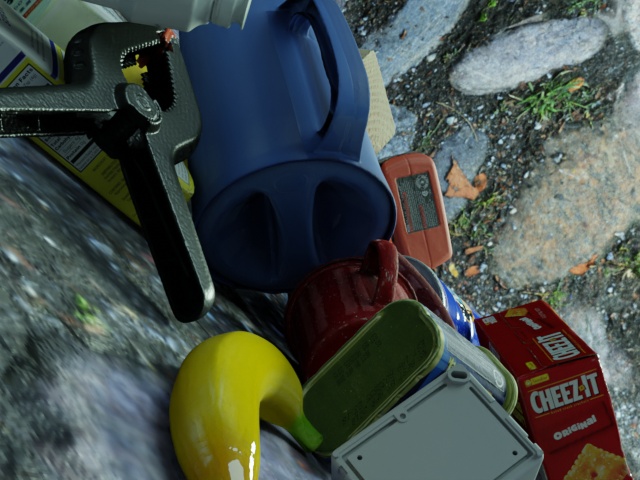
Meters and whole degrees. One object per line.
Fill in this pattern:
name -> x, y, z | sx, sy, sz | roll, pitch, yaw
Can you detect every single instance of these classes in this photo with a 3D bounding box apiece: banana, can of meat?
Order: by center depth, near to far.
banana -> -0.032, 0.071, 0.468 | 0.069, 0.037, 0.197 | 45, 5, 9
can of meat -> 0.047, 0.090, 0.597 | 0.083, 0.102, 0.057 | 37, 10, -44

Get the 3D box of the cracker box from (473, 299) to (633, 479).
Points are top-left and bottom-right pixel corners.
cracker box -> 0.199, 0.171, 0.861 | 0.164, 0.072, 0.214 | -108, 180, -78

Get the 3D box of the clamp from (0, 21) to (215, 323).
clamp -> -0.104, -0.057, 0.596 | 0.164, 0.036, 0.210 | 46, 28, -18

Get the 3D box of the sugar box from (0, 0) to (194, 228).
sugar box -> -0.158, -0.083, 0.656 | 0.176, 0.048, 0.093 | 39, 8, -25

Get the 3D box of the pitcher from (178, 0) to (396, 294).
pitcher -> -0.032, -0.097, 0.749 | 0.145, 0.149, 0.243 | 55, 16, -49

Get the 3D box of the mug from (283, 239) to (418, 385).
mug -> 0.029, 0.057, 0.676 | 0.093, 0.117, 0.081 | 13, 18, -11

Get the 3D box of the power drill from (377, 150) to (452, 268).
power drill -> 0.051, -0.009, 1.028 | 0.188, 0.057, 0.184 | -3, -78, 63
